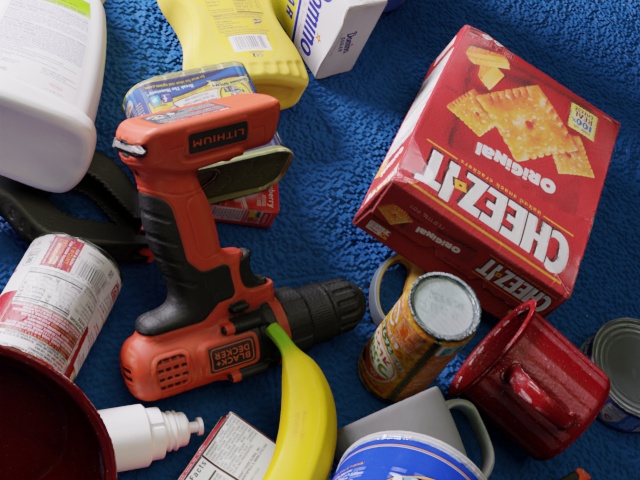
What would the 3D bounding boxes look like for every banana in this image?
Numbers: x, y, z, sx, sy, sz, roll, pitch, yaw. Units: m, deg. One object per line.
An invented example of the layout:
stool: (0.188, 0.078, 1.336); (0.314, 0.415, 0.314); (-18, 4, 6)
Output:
banana: (-0.032, 0.147, 0.656); (0.069, 0.037, 0.197); (19, 55, 0)

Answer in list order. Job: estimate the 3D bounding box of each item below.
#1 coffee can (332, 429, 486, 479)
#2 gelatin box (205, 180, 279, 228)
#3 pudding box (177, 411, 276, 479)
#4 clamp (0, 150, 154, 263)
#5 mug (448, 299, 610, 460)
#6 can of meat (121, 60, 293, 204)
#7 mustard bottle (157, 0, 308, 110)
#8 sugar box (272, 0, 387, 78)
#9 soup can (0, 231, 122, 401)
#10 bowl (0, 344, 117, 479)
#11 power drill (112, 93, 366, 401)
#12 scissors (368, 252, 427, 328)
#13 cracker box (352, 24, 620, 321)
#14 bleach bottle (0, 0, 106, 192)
coffee can: (0.034, 0.189, 0.596); (0.103, 0.103, 0.140); (35, 36, 2)
gelatin box: (-0.071, -0.057, 0.816); (0.073, 0.030, 0.089); (7, 58, -17)
pudding box: (-0.041, 0.178, 0.681); (0.113, 0.039, 0.090); (34, 54, 4)
clamp: (-0.211, -0.038, 0.744); (0.210, 0.036, 0.164); (34, 48, 0)
mug: (0.152, 0.104, 0.758); (0.081, 0.117, 0.093); (42, 93, 0)
can of meat: (-0.083, -0.076, 0.768); (0.101, 0.058, 0.084); (-16, 69, -26)
mustard bottle: (-0.084, -0.193, 0.877); (0.096, 0.058, 0.192); (-9, 64, -27)
sugar box: (-0.018, -0.235, 0.907); (0.048, 0.093, 0.176); (-18, 68, -29)
soup can: (-0.177, 0.053, 0.685); (0.068, 0.069, 0.102); (25, 54, -5)
bowl: (-0.195, 0.120, 0.613); (0.162, 0.162, 0.055); (19, 17, -9)
power drill: (-0.055, 0.001, 0.711); (0.184, 0.057, 0.188); (-17, 109, -29)
scissors: (0.097, 0.000, 0.856); (0.096, 0.016, 0.201); (29, 54, -4)
cracker box: (0.141, -0.057, 0.860); (0.164, 0.072, 0.213); (32, 49, -6)
bleach bottle: (-0.196, -0.146, 0.781); (0.102, 0.068, 0.250); (21, 38, -16)
